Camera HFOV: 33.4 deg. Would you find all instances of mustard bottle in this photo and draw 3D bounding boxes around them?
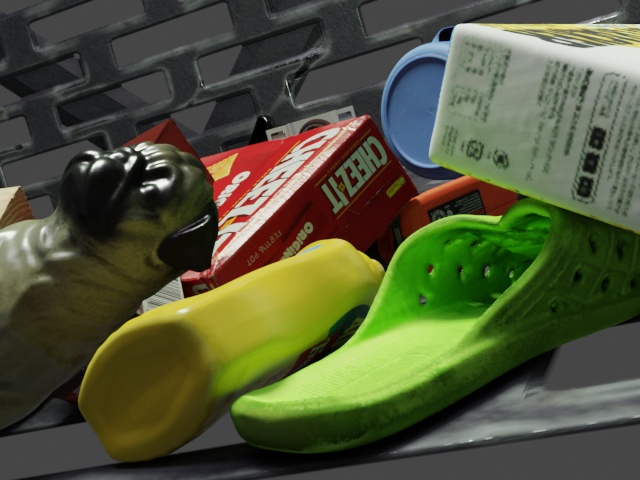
[{"bbox_3d":[-0.024,0.042,0.530,0.096,0.058,0.191,-43,-11,36],"label":"mustard bottle"}]

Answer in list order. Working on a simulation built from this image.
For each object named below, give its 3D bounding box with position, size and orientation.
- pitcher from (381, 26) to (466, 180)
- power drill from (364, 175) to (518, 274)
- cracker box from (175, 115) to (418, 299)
[{"bbox_3d":[0.159,-0.121,0.917,0.149,0.145,0.242,1,8,43],"label":"pitcher"},{"bbox_3d":[0.055,-0.008,0.788,0.184,0.057,0.188,-26,9,-36],"label":"power drill"},{"bbox_3d":[-0.066,0.002,0.706,0.214,0.072,0.164,-9,32,50],"label":"cracker box"}]
